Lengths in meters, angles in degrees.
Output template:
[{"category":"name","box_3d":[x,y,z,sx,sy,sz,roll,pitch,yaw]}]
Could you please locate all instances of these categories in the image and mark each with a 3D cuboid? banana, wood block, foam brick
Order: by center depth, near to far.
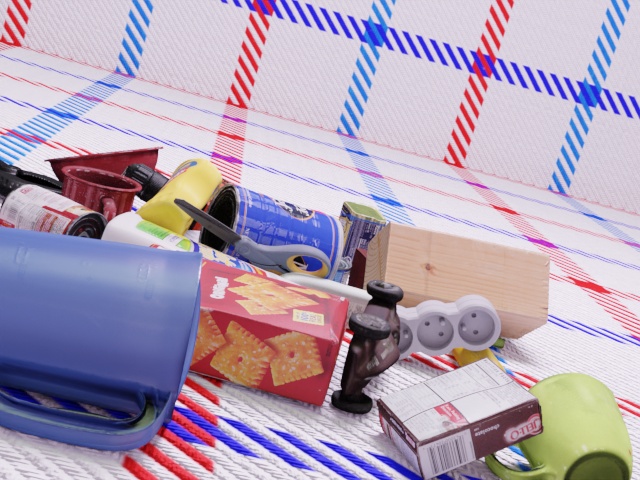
[{"category":"banana","box_3d":[0.179,0.121,1.204,0.069,0.037,0.197,15,12,7]},{"category":"wood block","box_3d":[0.164,0.050,1.295,0.206,0.091,0.090,12,-22,-12]},{"category":"foam brick","box_3d":[0.082,0.048,1.380,0.078,0.051,0.053,12,14,-19]}]

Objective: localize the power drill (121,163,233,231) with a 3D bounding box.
[{"category":"power drill","box_3d":[-0.170,-0.055,1.436,0.184,0.057,0.187,33,13,-5]}]

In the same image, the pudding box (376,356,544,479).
[{"category":"pudding box","box_3d":[0.115,0.146,0.893,0.113,0.039,0.090,-17,21,-14]}]

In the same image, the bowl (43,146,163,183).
[{"category":"bowl","box_3d":[-0.291,-0.093,1.454,0.162,0.055,0.162,-6,6,0]}]

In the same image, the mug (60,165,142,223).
[{"category":"mug","box_3d":[-0.256,-0.030,1.221,0.093,0.081,0.117,9,13,-29]}]

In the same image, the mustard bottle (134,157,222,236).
[{"category":"mustard bottle","box_3d":[-0.165,-0.050,1.270,0.058,0.096,0.191,45,29,-9]}]

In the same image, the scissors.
[{"category":"scissors","box_3d":[-0.063,0.002,1.161,0.201,0.096,0.016,51,23,-37]}]

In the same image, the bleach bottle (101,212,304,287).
[{"category":"bleach bottle","box_3d":[-0.107,0.043,1.134,0.251,0.068,0.102,19,8,3]}]

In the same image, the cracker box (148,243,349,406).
[{"category":"cracker box","box_3d":[-0.084,0.072,0.999,0.213,0.072,0.164,16,11,3]}]

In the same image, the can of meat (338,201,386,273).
[{"category":"can of meat","box_3d":[0.051,-0.004,1.497,0.057,0.084,0.102,13,12,-13]}]

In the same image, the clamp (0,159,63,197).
[{"category":"clamp","box_3d":[-0.406,-0.078,1.351,0.210,0.036,0.164,20,12,18]}]

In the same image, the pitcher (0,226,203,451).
[{"category":"pitcher","box_3d":[-0.213,0.060,0.792,0.242,0.145,0.149,10,1,-8]}]

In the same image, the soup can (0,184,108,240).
[{"category":"soup can","box_3d":[-0.286,-0.014,1.142,0.102,0.068,0.068,22,13,28]}]

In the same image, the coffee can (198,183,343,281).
[{"category":"coffee can","box_3d":[-0.058,0.002,1.246,0.140,0.103,0.103,17,10,-26]}]
